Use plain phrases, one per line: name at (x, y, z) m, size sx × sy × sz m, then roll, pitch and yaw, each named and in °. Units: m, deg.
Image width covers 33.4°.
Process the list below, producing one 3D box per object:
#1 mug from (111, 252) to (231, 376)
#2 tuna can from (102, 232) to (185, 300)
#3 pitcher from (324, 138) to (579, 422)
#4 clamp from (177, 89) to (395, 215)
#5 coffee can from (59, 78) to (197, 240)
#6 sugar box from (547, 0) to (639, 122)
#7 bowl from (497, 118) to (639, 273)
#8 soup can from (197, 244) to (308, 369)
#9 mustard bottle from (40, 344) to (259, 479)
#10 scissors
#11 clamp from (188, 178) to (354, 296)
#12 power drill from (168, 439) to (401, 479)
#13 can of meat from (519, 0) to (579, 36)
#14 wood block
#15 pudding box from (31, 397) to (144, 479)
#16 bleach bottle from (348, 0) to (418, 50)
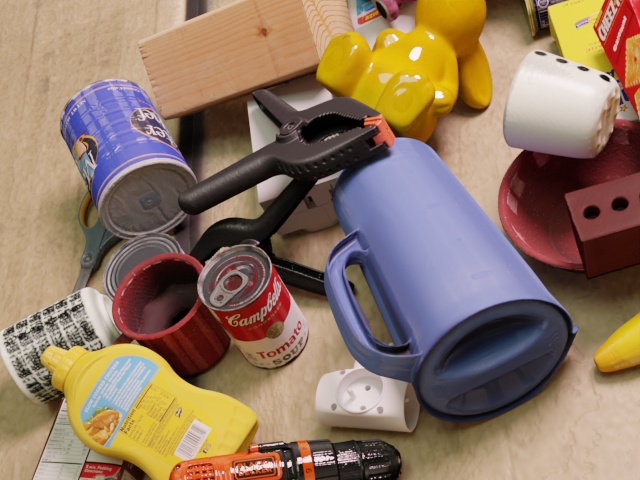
mug at (-0.140, 0.080, 0.976) m, size 0.117 × 0.081 × 0.093 m, roll -43°, pitch 50°, yaw -13°
tuna can at (-0.170, 0.036, 1.056) m, size 0.086 × 0.033 × 0.086 m, roll -12°, pitch 50°, yaw 15°
pitcher at (0.087, 0.022, 0.888) m, size 0.145 × 0.149 × 0.243 m, roll -39°, pitch 43°, yaw 12°
clamp at (-0.021, -0.097, 0.977) m, size 0.210 × 0.036 × 0.164 m, roll -8°, pitch 42°, yaw 35°
coffee can at (-0.198, -0.084, 1.095) m, size 0.103 × 0.102 × 0.140 m, roll -31°, pitch 53°, yaw -2°
sugar box at (0.280, -0.164, 1.009) m, size 0.093 × 0.048 × 0.176 m, roll -16°, pitch 48°, yaw 11°
bowl at (0.237, -0.027, 0.913) m, size 0.162 × 0.055 × 0.162 m, roll -12°, pitch 50°, yaw 15°
soup can at (-0.057, 0.060, 0.941) m, size 0.068 × 0.102 × 0.068 m, roll -12°, pitch 50°, yaw 14°
mustard bottle at (-0.155, 0.143, 0.903) m, size 0.192 × 0.058 × 0.096 m, roll 28°, pitch 76°, yaw 11°
scissors at (-0.221, 0.012, 1.110) m, size 0.096 × 0.016 × 0.201 m, roll -14°, pitch 50°, yaw 13°
clamp at (-0.057, 0.001, 0.996) m, size 0.172 × 0.039 × 0.120 m, roll -6°, pitch 93°, yaw 20°
power drill at (-0.015, 0.238, 0.797) m, size 0.184 × 0.057 × 0.187 m, roll -7°, pitch 52°, yaw -7°
can of meat at (0.245, -0.268, 1.099) m, size 0.084 × 0.057 × 0.102 m, roll -16°, pitch 49°, yaw 10°
wood block at (-0.076, -0.200, 1.110) m, size 0.206 × 0.091 × 0.090 m, roll -13°, pitch 8°, yaw 32°
pudding box at (-0.201, 0.196, 0.942) m, size 0.090 × 0.039 × 0.113 m, roll -1°, pitch 52°, yaw 23°
bleach bottle at (0.081, -0.263, 1.165) m, size 0.103 × 0.068 × 0.251 m, roll -10°, pitch 53°, yaw 16°
